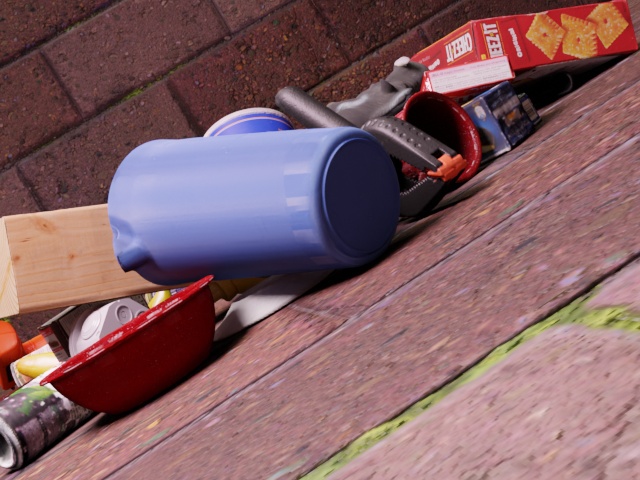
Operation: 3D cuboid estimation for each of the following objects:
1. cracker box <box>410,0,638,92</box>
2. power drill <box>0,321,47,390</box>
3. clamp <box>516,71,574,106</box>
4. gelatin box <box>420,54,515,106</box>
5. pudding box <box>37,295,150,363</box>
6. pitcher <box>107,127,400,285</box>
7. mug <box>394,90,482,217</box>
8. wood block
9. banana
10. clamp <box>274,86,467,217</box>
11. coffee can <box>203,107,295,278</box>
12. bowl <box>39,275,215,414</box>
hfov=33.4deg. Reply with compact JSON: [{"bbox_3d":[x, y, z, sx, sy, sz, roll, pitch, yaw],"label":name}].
[{"bbox_3d":[0.238,-0.222,1.270,0.213,0.072,0.164,-11,-3,-21],"label":"cracker box"},{"bbox_3d":[-0.302,0.102,1.275,0.187,0.057,0.185,-18,-29,-22],"label":"power drill"},{"bbox_3d":[0.232,-0.163,1.278,0.120,0.039,0.171,-18,4,-1],"label":"clamp"},{"bbox_3d":[0.147,-0.154,1.088,0.089,0.030,0.073,-13,-13,-3],"label":"gelatin box"},{"bbox_3d":[-0.220,0.098,1.096,0.039,0.090,0.113,-26,7,40],"label":"pudding box"},{"bbox_3d":[-0.050,-0.036,0.897,0.243,0.149,0.144,-3,-14,43],"label":"pitcher"},{"bbox_3d":[0.089,-0.072,1.004,0.082,0.093,0.117,-33,38,51],"label":"mug"},{"bbox_3d":[-0.207,0.014,1.039,0.205,0.090,0.091,-9,-2,-29],"label":"wood block"},{"bbox_3d":[-0.233,0.112,1.172,0.197,0.070,0.037,-32,-13,-5],"label":"banana"},{"bbox_3d":[0.051,-0.056,0.943,0.036,0.164,0.210,-37,30,-27],"label":"clamp"},{"bbox_3d":[-0.057,-0.048,1.074,0.102,0.140,0.103,-13,-34,-9],"label":"coffee can"},{"bbox_3d":[-0.141,0.092,0.856,0.162,0.055,0.162,-31,4,2],"label":"bowl"}]
